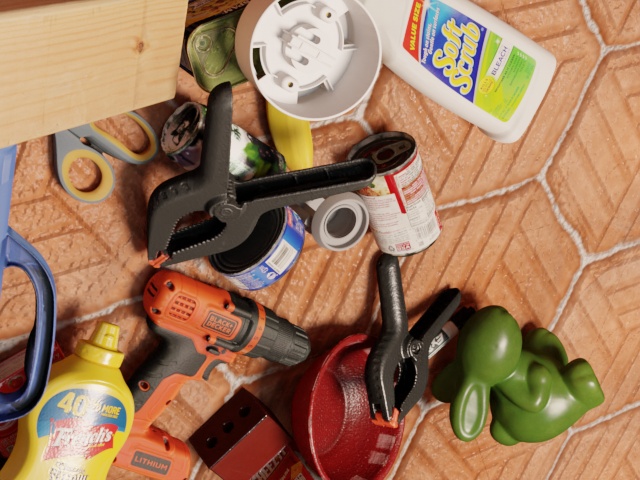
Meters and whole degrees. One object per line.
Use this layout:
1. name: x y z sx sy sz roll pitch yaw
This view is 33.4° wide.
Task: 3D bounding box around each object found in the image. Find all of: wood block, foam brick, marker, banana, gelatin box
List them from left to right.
1. gelatin box: -0.254 0.135 0.928 0.089 0.030 0.073 -31 126 -15
2. wood block: -0.190 -0.132 0.728 0.205 0.090 0.091 -30 137 -56
3. foam brick: -0.078 0.196 1.051 0.078 0.053 0.051 -44 128 -5
4. banana: -0.012 -0.141 0.907 0.069 0.037 0.198 27 127 4
5. marker: 0.120 0.113 1.149 0.121 0.020 0.020 -40 128 -7

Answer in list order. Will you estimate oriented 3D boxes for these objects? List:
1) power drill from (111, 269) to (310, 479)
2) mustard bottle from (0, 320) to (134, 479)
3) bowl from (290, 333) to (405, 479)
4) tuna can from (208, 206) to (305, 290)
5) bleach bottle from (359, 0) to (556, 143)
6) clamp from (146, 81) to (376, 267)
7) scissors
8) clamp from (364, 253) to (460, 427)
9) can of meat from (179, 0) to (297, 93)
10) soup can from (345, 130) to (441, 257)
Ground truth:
1. power drill: -0.116 0.132 0.995 0.184 0.057 0.188 27 96 -34
2. mustard bottle: -0.209 0.160 0.898 0.096 0.058 0.191 21 86 -33
3. bowl: 0.020 0.173 1.073 0.161 0.055 0.162 3 86 -51
4. tuna can: -0.056 0.001 0.943 0.086 0.086 0.033 -48 130 -1
5. bleach bottle: 0.097 -0.176 0.960 0.250 0.068 0.103 19 103 -34
6. clamp: -0.082 -0.043 0.868 0.210 0.036 0.164 -30 137 29
7. scissors: -0.220 -0.093 0.840 0.201 0.016 0.096 23 101 -37
8. clamp: 0.079 0.098 1.074 0.120 0.039 0.171 35 64 -29
9. can of meat: -0.073 -0.167 0.847 0.102 0.084 0.057 -26 125 -18
10. soup can: 0.071 -0.043 1.008 0.068 0.069 0.102 -32 127 -13
